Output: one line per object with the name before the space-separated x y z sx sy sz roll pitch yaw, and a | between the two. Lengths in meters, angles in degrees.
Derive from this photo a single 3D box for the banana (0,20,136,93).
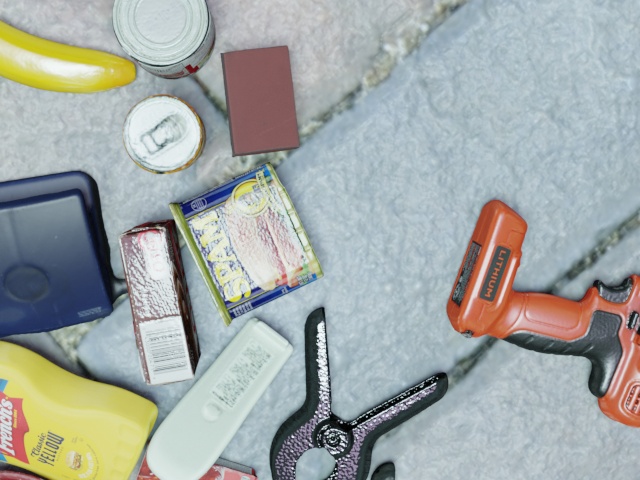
banana | -0.234 -0.157 0.793 0.197 0.037 0.069 35 93 -5

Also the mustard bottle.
mustard bottle | -0.224 0.126 0.798 0.191 0.058 0.096 25 123 -4

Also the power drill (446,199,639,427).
power drill | 0.205 0.034 0.822 0.187 0.057 0.184 20 93 -5

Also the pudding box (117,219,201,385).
pudding box | -0.117 0.043 0.788 0.039 0.090 0.113 -8 95 -1

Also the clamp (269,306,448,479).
clamp | 0.005 0.140 0.829 0.120 0.039 0.171 37 93 6

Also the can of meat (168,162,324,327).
can of meat | -0.055 0.001 0.806 0.084 0.057 0.102 -25 96 -4

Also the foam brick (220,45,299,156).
foam brick | -0.046 -0.104 0.800 0.051 0.053 0.078 -7 94 -3

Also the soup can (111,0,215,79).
soup can | -0.111 -0.154 0.768 0.068 0.102 0.068 0 94 -3

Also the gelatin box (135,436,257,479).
gelatin box | -0.102 0.202 0.828 0.089 0.030 0.073 19 90 -4
